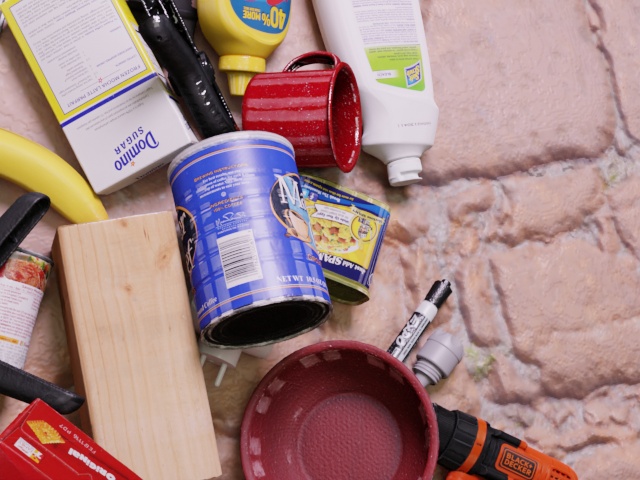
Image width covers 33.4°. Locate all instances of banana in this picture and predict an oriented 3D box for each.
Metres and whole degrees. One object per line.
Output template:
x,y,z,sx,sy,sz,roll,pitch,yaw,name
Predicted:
-0.258,-0.056,0.846,0.197,0.037,0.069,12,94,-23,banana

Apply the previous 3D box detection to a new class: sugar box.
-0.181,-0.135,0.880,0.093,0.048,0.176,-27,90,5,sugar box

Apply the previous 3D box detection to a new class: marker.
0.080,0.082,0.943,0.020,0.020,0.121,39,71,-6,marker

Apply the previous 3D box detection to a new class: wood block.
-0.147,0.091,0.833,0.090,0.091,0.206,-9,82,-19,wood block

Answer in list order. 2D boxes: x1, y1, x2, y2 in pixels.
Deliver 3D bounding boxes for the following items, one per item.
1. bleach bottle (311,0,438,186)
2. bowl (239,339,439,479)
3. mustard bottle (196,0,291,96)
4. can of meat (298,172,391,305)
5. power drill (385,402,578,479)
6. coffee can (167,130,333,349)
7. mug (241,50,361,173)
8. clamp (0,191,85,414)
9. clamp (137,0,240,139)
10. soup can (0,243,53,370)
0.046,-0.173,0.964,0.102,0.068,0.251,-8,83,-20,bleach bottle
0.019,0.165,0.868,0.162,0.055,0.162,-4,73,12,bowl
-0.064,-0.221,0.924,0.096,0.058,0.191,-2,97,-52,mustard bottle
0.004,-0.002,0.918,0.102,0.058,0.084,22,72,-12,can of meat
0.114,0.241,0.900,0.184,0.057,0.187,25,73,-7,power drill
-0.055,0.001,0.824,0.102,0.103,0.140,-7,68,-19,coffee can
-0.014,-0.113,0.910,0.082,0.093,0.117,0,63,18,mug
-0.274,0.056,0.768,0.210,0.036,0.164,-9,72,8,clamp
-0.108,-0.136,0.869,0.039,0.120,0.171,-24,119,11,clamp
-0.251,0.058,0.820,0.068,0.069,0.102,15,75,-14,soup can
